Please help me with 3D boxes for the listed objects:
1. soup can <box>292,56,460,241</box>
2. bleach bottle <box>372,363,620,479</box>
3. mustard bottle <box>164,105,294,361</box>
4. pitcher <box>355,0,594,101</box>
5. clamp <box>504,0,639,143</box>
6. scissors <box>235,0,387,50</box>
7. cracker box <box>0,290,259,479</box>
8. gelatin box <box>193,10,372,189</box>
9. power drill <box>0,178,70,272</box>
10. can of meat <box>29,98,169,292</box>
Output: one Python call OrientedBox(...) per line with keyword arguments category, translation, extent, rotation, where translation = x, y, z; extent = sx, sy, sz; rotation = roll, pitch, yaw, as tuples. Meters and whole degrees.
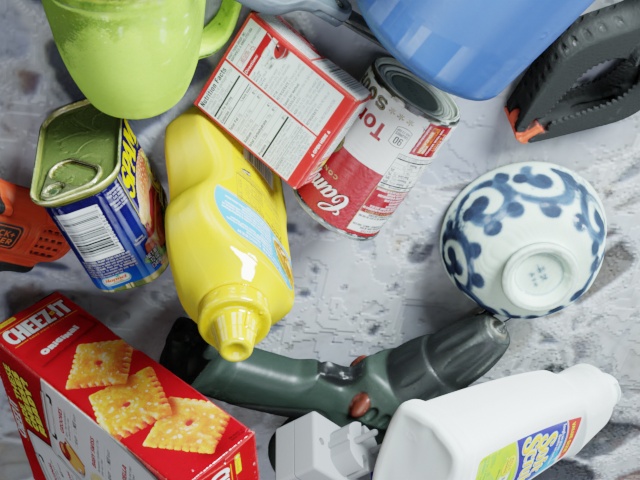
OrientedBox(category="soup can", translation=(0.036, -0.059, 0.692), extent=(0.068, 0.068, 0.102), rotation=(22, 121, -23))
OrientedBox(category="bleach bottle", translation=(0.150, 0.139, 0.801), extent=(0.250, 0.068, 0.103), rotation=(-13, 131, -42))
OrientedBox(category="mustard bottle", translation=(-0.055, 0.001, 0.648), extent=(0.058, 0.191, 0.096), rotation=(-29, 126, 15))
OrientedBox(category="pitcher", translation=(0.135, -0.193, 0.574), extent=(0.149, 0.145, 0.243), rotation=(33, 122, -14))
OrientedBox(category="clamp", translation=(0.204, -0.132, 0.663), extent=(0.210, 0.036, 0.164), rotation=(-28, 141, 20))
OrientedBox(category="scissors", translation=(-0.005, -0.155, 0.635), extent=(0.016, 0.096, 0.201), rotation=(-38, 154, 31))
OrientedBox(category="cracker box", translation=(-0.133, 0.153, 0.753), extent=(0.072, 0.214, 0.164), rotation=(-34, 137, -33))
OrientedBox(category="gelatin box", translation=(-0.024, -0.088, 0.660), extent=(0.089, 0.030, 0.073), rotation=(41, 119, 9))
OrientedBox(category="power drill", translation=(-0.269, 0.029, 0.678), extent=(0.184, 0.057, 0.188), rotation=(18, 116, -47))
OrientedBox(category="can of meat", translation=(-0.135, -0.029, 0.673), extent=(0.057, 0.102, 0.084), rotation=(-18, 130, 6))
